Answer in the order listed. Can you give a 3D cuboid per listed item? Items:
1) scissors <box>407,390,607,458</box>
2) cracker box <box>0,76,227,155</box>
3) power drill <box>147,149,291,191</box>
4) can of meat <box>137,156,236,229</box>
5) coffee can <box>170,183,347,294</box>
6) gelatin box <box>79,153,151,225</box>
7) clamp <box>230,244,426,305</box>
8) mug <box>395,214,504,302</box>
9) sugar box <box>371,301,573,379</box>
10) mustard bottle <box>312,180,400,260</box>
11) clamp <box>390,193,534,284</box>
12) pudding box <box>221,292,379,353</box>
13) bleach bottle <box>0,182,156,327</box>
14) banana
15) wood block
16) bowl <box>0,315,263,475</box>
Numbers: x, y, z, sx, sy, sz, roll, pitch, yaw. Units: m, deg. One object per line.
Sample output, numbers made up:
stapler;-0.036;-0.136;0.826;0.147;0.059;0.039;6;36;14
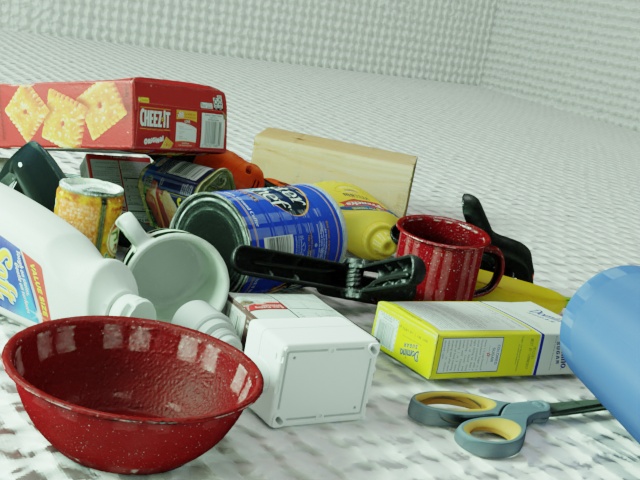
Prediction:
scissors;0.165;0.137;0.802;0.201;0.016;0.096;6;17;-18
cracker box;-0.223;-0.123;1.058;0.214;0.072;0.164;4;5;26
power drill;-0.097;-0.066;1.189;0.185;0.057;0.187;29;2;38
can of meat;-0.130;-0.031;1.077;0.084;0.102;0.057;17;44;34
coffee can;-0.057;0.001;0.998;0.103;0.103;0.140;21;18;35
gelatin box;-0.211;-0.046;1.127;0.073;0.030;0.089;1;62;-31
clamp;0.021;0.033;0.943;0.165;0.036;0.210;5;-8;12
mug;0.125;0.028;1.049;0.117;0.081;0.093;3;20;-18
sugar box;0.142;0.085;0.930;0.175;0.048;0.093;5;13;-31
mustard bottle;0.046;-0.020;1.241;0.096;0.058;0.192;10;14;-20
clamp;0.173;0.005;1.133;0.171;0.039;0.120;23;-25;-22
pudding box;-0.020;0.077;0.863;0.089;0.039;0.114;3;18;-32
bleach bottle;-0.222;0.015;0.827;0.251;0.102;0.067;19;23;36
banana;0.167;0.049;1.112;0.198;0.037;0.069;16;-3;15
wood block;0.016;-0.082;1.398;0.206;0.090;0.090;12;15;7
bowl;-0.119;0.100;0.666;0.162;0.055;0.162;10;14;-3
